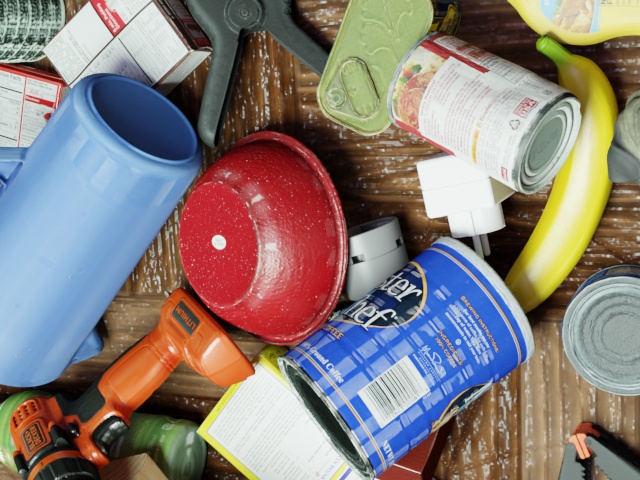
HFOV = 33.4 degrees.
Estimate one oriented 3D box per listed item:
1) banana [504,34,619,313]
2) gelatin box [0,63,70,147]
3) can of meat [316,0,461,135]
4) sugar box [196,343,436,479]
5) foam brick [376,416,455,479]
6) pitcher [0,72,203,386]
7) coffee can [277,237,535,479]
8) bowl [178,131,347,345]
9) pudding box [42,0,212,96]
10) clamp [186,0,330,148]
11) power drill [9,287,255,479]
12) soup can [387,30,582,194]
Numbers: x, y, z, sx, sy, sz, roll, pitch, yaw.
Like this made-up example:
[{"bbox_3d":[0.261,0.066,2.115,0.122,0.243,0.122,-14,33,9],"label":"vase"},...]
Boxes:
[{"bbox_3d":[0.162,-0.038,0.715,0.069,0.037,0.198,4,108,-4],"label":"banana"},{"bbox_3d":[-0.241,-0.098,0.889,0.073,0.030,0.089,17,107,21],"label":"gelatin box"},{"bbox_3d":[0.050,-0.127,0.726,0.057,0.083,0.102,27,110,16],"label":"can of meat"},{"bbox_3d":[-0.001,0.170,0.834,0.176,0.048,0.093,40,112,8],"label":"sugar box"},{"bbox_3d":[0.064,0.136,0.772,0.053,0.078,0.051,17,152,19],"label":"foam brick"},{"bbox_3d":[-0.204,-0.013,0.816,0.145,0.149,0.243,51,120,17],"label":"pitcher"},{"bbox_3d":[0.057,0.078,0.715,0.140,0.103,0.103,-35,85,-13],"label":"coffee can"},{"bbox_3d":[-0.055,0.001,0.784,0.162,0.055,0.162,7,101,44],"label":"bowl"},{"bbox_3d":[-0.152,-0.149,0.835,0.114,0.039,0.090,-38,86,27],"label":"pudding box"},{"bbox_3d":[-0.060,-0.155,0.782,0.120,0.039,0.171,-26,86,-3],"label":"clamp"},{"bbox_3d":[-0.142,0.130,0.798,0.187,0.185,0.057,-39,124,-8],"label":"power drill"},{"bbox_3d":[0.102,-0.080,0.664,0.102,0.068,0.068,33,113,31],"label":"soup can"}]
